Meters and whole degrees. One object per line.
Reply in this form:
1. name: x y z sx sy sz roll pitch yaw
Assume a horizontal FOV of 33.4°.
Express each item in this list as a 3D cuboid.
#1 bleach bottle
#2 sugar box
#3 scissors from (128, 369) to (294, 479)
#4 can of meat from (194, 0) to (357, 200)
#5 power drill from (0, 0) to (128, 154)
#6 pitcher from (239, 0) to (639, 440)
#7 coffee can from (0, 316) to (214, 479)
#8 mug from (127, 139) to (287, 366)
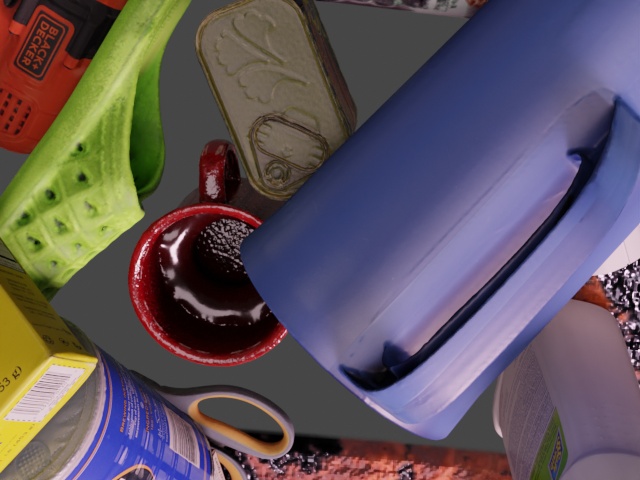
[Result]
1. bleach bottle: 0.130 0.116 0.527 0.068 0.250 0.103 9 109 3
2. sugar box: -0.193 0.028 0.515 0.093 0.048 0.176 -46 68 5
3. scissors: -0.117 0.112 0.678 0.202 0.016 0.096 15 109 1
4. can of meat: -0.019 -0.082 0.566 0.057 0.084 0.102 -19 105 12
5. power drill: -0.188 -0.164 0.569 0.187 0.057 0.184 32 105 -2
6. pitcher: 0.089 -0.032 0.473 0.243 0.144 0.149 -47 60 13
7. coffee can: -0.132 0.113 0.581 0.103 0.103 0.140 -17 148 11
8. mug: -0.054 0.001 0.599 0.093 0.081 0.117 -3 108 7
